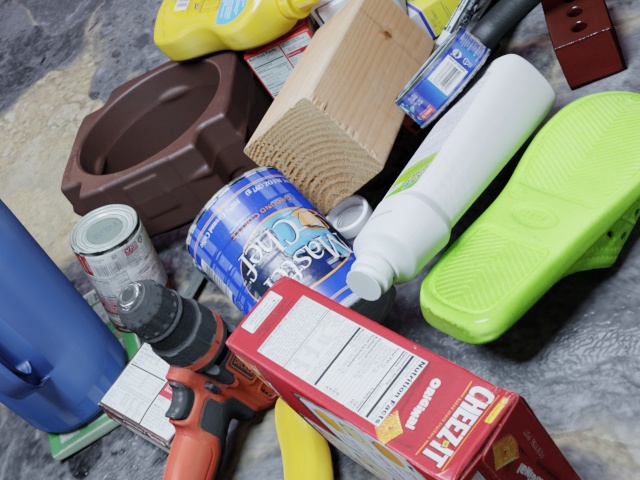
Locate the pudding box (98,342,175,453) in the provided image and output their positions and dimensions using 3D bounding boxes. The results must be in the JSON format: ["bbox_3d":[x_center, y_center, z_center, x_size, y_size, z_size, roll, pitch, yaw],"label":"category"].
[{"bbox_3d":[-0.120,0.118,0.907,0.090,0.039,0.113,21,64,35],"label":"pudding box"}]

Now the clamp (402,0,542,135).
[{"bbox_3d":[0.146,-0.187,0.981,0.210,0.036,0.164,-48,8,15],"label":"clamp"}]

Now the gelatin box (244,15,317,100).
[{"bbox_3d":[-0.025,-0.178,1.082,0.073,0.089,0.030,-21,43,18],"label":"gelatin box"}]

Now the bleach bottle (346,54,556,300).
[{"bbox_3d":[0.091,-0.043,0.826,0.250,0.068,0.103,-50,6,-36],"label":"bleach bottle"}]

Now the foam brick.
[{"bbox_3d":[0.230,-0.181,0.933,0.053,0.051,0.078,-20,43,19],"label":"foam brick"}]

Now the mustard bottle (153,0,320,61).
[{"bbox_3d":[-0.076,-0.231,1.053,0.192,0.058,0.096,1,56,41],"label":"mustard bottle"}]

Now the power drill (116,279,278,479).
[{"bbox_3d":[-0.110,0.140,0.793,0.057,0.184,0.187,5,65,39],"label":"power drill"}]

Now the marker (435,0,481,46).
[{"bbox_3d":[0.150,-0.239,1.032,0.121,0.020,0.020,-60,40,11],"label":"marker"}]

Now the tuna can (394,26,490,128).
[{"bbox_3d":[0.101,-0.136,0.890,0.086,0.033,0.086,-49,5,5],"label":"tuna can"}]

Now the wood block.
[{"bbox_3d":[0.023,-0.129,0.949,0.090,0.090,0.206,-37,19,40],"label":"wood block"}]

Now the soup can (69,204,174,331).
[{"bbox_3d":[-0.182,0.026,0.986,0.068,0.102,0.068,-11,41,9],"label":"soup can"}]

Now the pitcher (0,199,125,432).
[{"bbox_3d":[-0.268,0.064,0.890,0.145,0.242,0.149,0,51,33],"label":"pitcher"}]

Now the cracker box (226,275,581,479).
[{"bbox_3d":[0.061,0.120,0.690,0.214,0.164,0.072,24,71,46],"label":"cracker box"}]

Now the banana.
[{"bbox_3d":[-0.021,0.193,0.776,0.070,0.037,0.197,-11,47,27],"label":"banana"}]

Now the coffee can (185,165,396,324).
[{"bbox_3d":[-0.024,0.025,0.844,0.103,0.102,0.140,-42,69,-5],"label":"coffee can"}]
